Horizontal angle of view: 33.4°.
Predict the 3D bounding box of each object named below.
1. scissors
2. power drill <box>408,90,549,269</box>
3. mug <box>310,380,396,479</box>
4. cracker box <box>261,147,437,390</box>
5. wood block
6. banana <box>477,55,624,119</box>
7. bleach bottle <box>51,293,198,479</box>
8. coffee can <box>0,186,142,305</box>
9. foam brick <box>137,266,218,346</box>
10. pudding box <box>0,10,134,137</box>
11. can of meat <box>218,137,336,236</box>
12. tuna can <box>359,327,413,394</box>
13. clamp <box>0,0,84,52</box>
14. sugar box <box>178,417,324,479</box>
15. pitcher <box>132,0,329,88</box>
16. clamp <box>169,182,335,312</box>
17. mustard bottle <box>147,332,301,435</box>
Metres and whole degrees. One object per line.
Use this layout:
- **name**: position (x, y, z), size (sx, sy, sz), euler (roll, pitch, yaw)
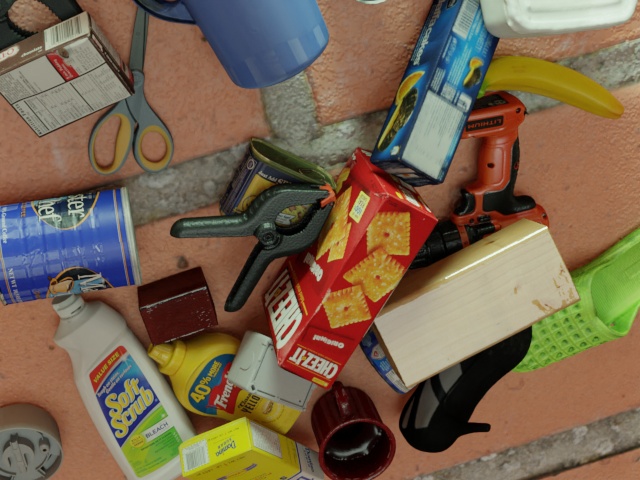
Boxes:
- **scissors**: position (-0.173, -0.151, 1.087), size (0.096, 0.016, 0.202), euler (20, 108, -22)
- **power drill**: position (0.161, -0.063, 1.181), size (0.184, 0.057, 0.188), euler (-14, 119, -10)
- **mug**: position (0.032, 0.219, 1.266), size (0.093, 0.081, 0.117), euler (-19, 117, -4)
- **cracker box**: position (0.023, 0.023, 1.128), size (0.072, 0.164, 0.214), euler (27, 106, -19)
- **wood block**: position (0.157, 0.064, 1.145), size (0.206, 0.091, 0.090), euler (-27, 99, -2)
- **banana**: position (0.235, -0.165, 1.146), size (0.197, 0.069, 0.037), euler (3, 149, -24)
- **bleach bottle**: position (-0.230, 0.164, 1.194), size (0.102, 0.068, 0.250), euler (-30, 115, -5)
- **coffee can**: position (-0.259, 0.005, 1.091), size (0.140, 0.103, 0.103), euler (-9, 116, -9)
- **foam brick**: position (-0.157, 0.072, 1.173), size (0.078, 0.053, 0.051), euler (-18, 117, -3)
- **pudding box**: position (-0.250, -0.158, 1.030), size (0.113, 0.039, 0.090), euler (-21, 140, 11)
- **can of meat**: position (-0.048, -0.049, 1.140), size (0.102, 0.057, 0.084), euler (23, 110, -21)
- **tuna can**: position (0.082, 0.136, 1.238), size (0.034, 0.086, 0.086), euler (-39, 116, 8)
- **clamp**: position (-0.316, -0.220, 1.011), size (0.209, 0.036, 0.165), euler (26, 113, -26)
- **sugar box**: position (-0.076, 0.258, 1.228), size (0.093, 0.048, 0.176), euler (-25, 145, 19)
- **pitcher**: position (-0.097, -0.263, 0.997), size (0.144, 0.149, 0.242), euler (-47, 125, -29)
- **clamp**: position (-0.057, 0.001, 1.110), size (0.171, 0.039, 0.120), euler (-22, 123, 2)
- **mustard bottle**: position (-0.110, 0.158, 1.215), size (0.191, 0.058, 0.096), euler (28, 104, -25)
